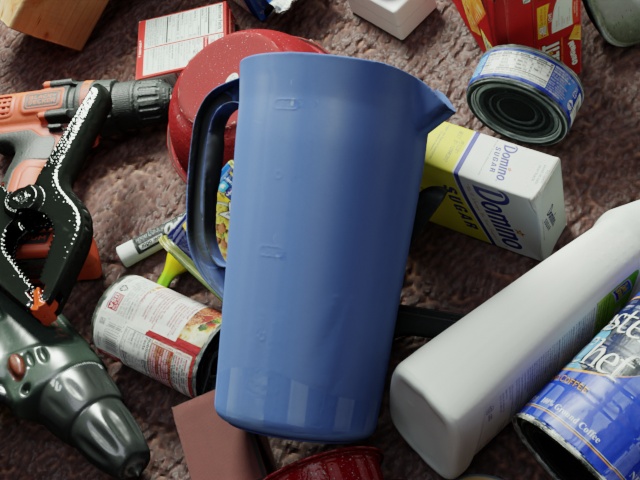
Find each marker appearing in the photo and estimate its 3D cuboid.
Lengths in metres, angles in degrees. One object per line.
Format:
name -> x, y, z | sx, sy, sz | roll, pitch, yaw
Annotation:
marker -> -0.111, -0.014, 0.882 | 0.121, 0.020, 0.020 | -28, 57, -1

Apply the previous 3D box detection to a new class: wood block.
wood block -> -0.227, -0.293, 0.985 | 0.091, 0.090, 0.206 | 42, 108, 31

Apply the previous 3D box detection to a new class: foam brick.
foam brick -> -0.064, 0.150, 0.753 | 0.051, 0.053, 0.078 | -23, 56, 2

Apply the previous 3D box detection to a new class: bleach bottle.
bleach bottle -> 0.161, 0.051, 0.724 | 0.250, 0.102, 0.068 | -35, 62, -19

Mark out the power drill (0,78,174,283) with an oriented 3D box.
power drill -> -0.215, -0.057, 0.917 | 0.184, 0.057, 0.187 | -6, 57, 13

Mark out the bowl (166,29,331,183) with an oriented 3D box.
bowl -> -0.063, -0.115, 0.862 | 0.162, 0.055, 0.162 | -10, 60, 17

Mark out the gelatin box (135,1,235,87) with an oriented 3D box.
gelatin box -> -0.121, -0.173, 0.972 | 0.089, 0.030, 0.073 | -10, 57, 10

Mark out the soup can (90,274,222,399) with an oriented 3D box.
soup can -> -0.113, 0.073, 0.803 | 0.102, 0.068, 0.068 | 21, 68, 26

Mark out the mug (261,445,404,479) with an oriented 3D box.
mug -> 0.020, 0.189, 0.693 | 0.117, 0.093, 0.081 | -3, 57, -28

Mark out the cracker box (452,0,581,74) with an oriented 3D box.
cracker box -> 0.132, -0.244, 0.859 | 0.072, 0.164, 0.214 | -24, 57, -1

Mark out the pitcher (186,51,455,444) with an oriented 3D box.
pitcher -> -0.011, 0.003, 0.708 | 0.144, 0.149, 0.243 | 8, 88, -19

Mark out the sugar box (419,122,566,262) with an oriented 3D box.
sugar box -> 0.092, -0.048, 0.798 | 0.176, 0.093, 0.048 | 24, 70, 27

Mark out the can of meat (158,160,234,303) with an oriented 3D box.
can of meat -> -0.055, 0.001, 0.800 | 0.102, 0.057, 0.084 | 41, 95, 13

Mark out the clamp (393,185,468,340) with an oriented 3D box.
clamp -> 0.046, 0.051, 0.775 | 0.171, 0.039, 0.120 | -32, 87, 13

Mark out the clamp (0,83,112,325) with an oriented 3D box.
clamp -> -0.241, -0.026, 0.847 | 0.164, 0.036, 0.210 | -13, 58, 5

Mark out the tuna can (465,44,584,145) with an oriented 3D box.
tuna can -> 0.156, -0.110, 0.820 | 0.086, 0.086, 0.033 | 18, 68, 25
